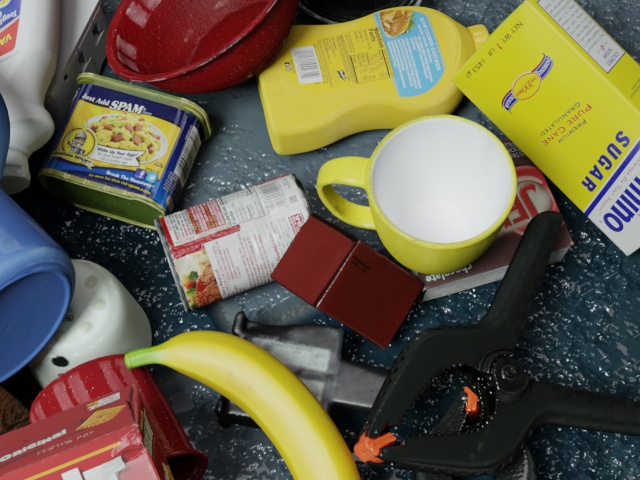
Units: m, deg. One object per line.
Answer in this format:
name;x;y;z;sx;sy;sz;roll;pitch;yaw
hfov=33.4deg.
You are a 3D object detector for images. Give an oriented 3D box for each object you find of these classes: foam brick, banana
foam brick;0.018;0.027;0.698;0.051;0.078;0.053;31;87;47
banana;-0.028;0.117;0.644;0.198;0.037;0.069;42;82;14

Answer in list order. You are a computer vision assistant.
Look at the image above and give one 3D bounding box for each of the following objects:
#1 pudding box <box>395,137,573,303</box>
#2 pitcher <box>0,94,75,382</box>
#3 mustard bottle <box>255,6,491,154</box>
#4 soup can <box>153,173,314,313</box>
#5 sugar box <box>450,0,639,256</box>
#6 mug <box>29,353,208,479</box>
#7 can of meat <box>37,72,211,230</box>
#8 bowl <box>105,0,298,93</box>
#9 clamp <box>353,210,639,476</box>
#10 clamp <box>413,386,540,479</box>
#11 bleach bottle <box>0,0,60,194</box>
pudding box;0.107;-0.015;0.747;0.113;0.039;0.090;-18;68;-6
pitcher;-0.256;-0.028;0.638;0.243;0.149;0.144;38;38;19
mustard bottle;0.050;-0.126;0.787;0.191;0.058;0.096;-12;60;-3
soup can;-0.055;0.001;0.729;0.102;0.068;0.068;-20;67;-8
sugar box;0.181;-0.079;0.715;0.176;0.093;0.048;46;51;2
mug;-0.138;0.133;0.669;0.117;0.093;0.081;-42;63;17
can of meat;-0.141;-0.063;0.766;0.102;0.057;0.084;16;69;8
bowl;-0.073;-0.158;0.763;0.162;0.055;0.162;-20;46;22
clamp;0.110;0.076;0.665;0.209;0.036;0.164;-17;73;-20
clamp;0.088;0.177;0.663;0.120;0.039;0.171;-8;59;3
bleach bottle;-0.219;-0.151;0.735;0.102;0.068;0.251;-12;68;-1
